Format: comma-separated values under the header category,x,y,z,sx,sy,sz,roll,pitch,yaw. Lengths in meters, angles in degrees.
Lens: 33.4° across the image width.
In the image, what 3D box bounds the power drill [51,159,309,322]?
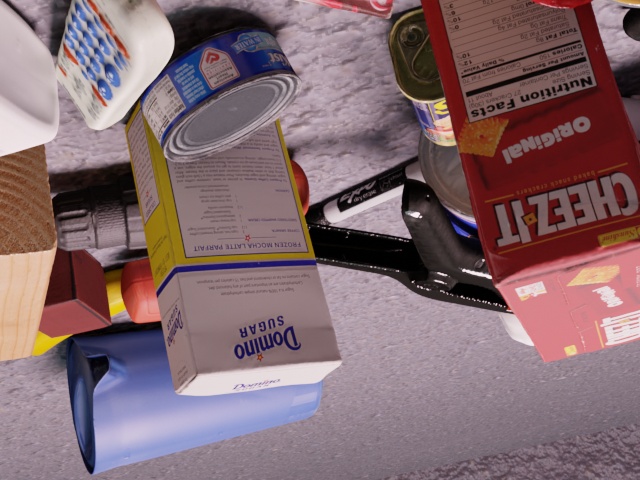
category,x,y,z,sx,sy,sz,roll,pitch,yaw
power drill,-0.109,0.004,0.786,0.184,0.057,0.188,-7,160,-14

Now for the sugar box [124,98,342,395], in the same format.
category,x,y,z,sx,sy,sz,roll,pitch,yaw
sugar box,-0.054,0.001,0.633,0.093,0.176,0.048,-2,158,-28

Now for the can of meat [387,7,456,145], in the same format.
category,x,y,z,sx,sy,sz,roll,pitch,yaw
can of meat,0.097,-0.101,0.624,0.102,0.057,0.084,-15,163,10

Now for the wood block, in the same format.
category,x,y,z,sx,sy,sz,roll,pitch,yaw
wood block,-0.225,0.008,0.680,0.090,0.091,0.206,-5,159,-21

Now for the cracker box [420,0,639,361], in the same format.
category,x,y,z,sx,sy,sz,roll,pitch,yaw
cracker box,0.097,-0.068,0.478,0.072,0.214,0.164,-16,160,14

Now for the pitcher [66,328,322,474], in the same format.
category,x,y,z,sx,sy,sz,roll,pitch,yaw
pitcher,-0.129,0.150,1.073,0.242,0.145,0.149,-7,-169,-22

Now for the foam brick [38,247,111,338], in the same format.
category,x,y,z,sx,sy,sz,roll,pitch,yaw
foam brick,-0.203,0.038,0.833,0.051,0.053,0.078,-14,159,5

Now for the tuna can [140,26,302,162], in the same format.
category,x,y,z,sx,sy,sz,roll,pitch,yaw
tuna can,-0.055,-0.080,0.588,0.086,0.034,0.086,-28,169,-6

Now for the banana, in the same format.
category,x,y,z,sx,sy,sz,roll,pitch,yaw
banana,-0.209,0.064,0.921,0.198,0.037,0.069,-24,156,30

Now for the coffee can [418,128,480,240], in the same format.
category,x,y,z,sx,sy,sz,roll,pitch,yaw
coffee can,0.130,-0.041,0.736,0.103,0.103,0.140,-16,160,11

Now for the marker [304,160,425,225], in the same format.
category,x,y,z,sx,sy,sz,roll,pitch,yaw
marker,0.033,-0.032,0.826,0.121,0.020,0.020,-23,157,29

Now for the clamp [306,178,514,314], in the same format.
category,x,y,z,sx,sy,sz,roll,pitch,yaw
clamp,0.065,0.013,0.711,0.165,0.036,0.209,-6,158,45
